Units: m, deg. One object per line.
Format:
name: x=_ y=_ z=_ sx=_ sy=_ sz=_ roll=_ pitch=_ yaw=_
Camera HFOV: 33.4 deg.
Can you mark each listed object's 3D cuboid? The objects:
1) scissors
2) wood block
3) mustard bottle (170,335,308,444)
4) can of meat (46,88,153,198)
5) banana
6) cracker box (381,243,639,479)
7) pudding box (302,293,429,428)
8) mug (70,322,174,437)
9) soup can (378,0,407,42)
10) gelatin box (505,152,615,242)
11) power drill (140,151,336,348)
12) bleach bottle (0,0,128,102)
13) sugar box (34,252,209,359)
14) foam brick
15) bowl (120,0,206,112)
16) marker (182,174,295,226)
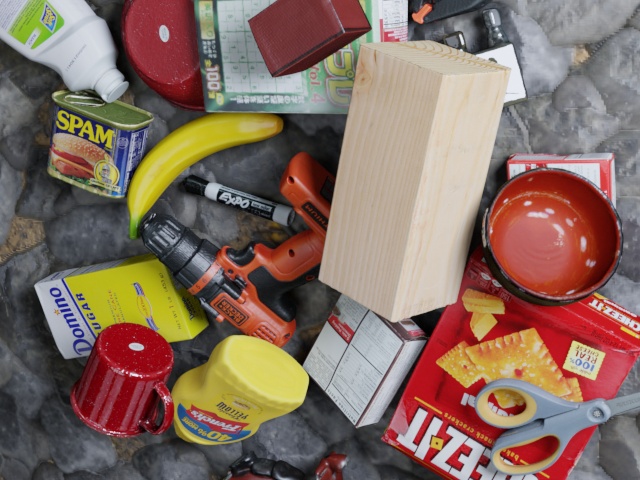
scissors: x=0.212 y=0.129 z=0.884 sx=0.202 sy=0.016 sz=0.096 roll=-39 pitch=90 yaw=30
wood block: x=0.074 y=-0.051 z=0.874 sx=0.091 sy=0.090 sz=0.206 roll=29 pitch=119 yaw=38
mustard bottle: x=-0.099 y=0.163 z=1.082 sx=0.096 sy=0.058 sz=0.192 roll=29 pitch=141 yaw=-19
can of meat: x=-0.226 y=-0.098 z=1.081 sx=0.102 sy=0.057 sz=0.084 roll=22 pitch=116 yaw=18
banana: x=-0.124 y=-0.081 z=1.042 sx=0.198 sy=0.037 sz=0.069 roll=-36 pitch=80 yaw=20
cracker box: x=0.170 y=0.129 z=0.954 sx=0.164 sy=0.072 sz=0.214 roll=30 pitch=117 yaw=15
pudding box: x=0.040 y=0.107 z=1.013 sx=0.090 sy=0.039 sz=0.114 roll=45 pitch=123 yaw=31
mug: x=-0.189 y=0.145 z=1.073 sx=0.117 sy=0.093 sz=0.082 roll=42 pitch=125 yaw=25
soup can: x=0.041 y=-0.192 z=0.919 sx=0.069 sy=0.068 sz=0.102 roll=5 pitch=107 yaw=24
gelatin box: x=0.205 y=-0.037 z=0.911 sx=0.089 sy=0.030 sz=0.073 roll=1 pitch=107 yaw=25
power drill: x=-0.057 y=0.001 z=1.008 sx=0.184 sy=0.057 sz=0.188 roll=41 pitch=123 yaw=-14
bleach bottle: x=-0.293 y=-0.230 z=1.069 sx=0.251 sy=0.068 sz=0.103 roll=45 pitch=119 yaw=4
sugar box: x=-0.213 y=0.068 z=1.131 sx=0.176 sy=0.048 sz=0.093 roll=-13 pitch=103 yaw=26
foam brick: x=-0.009 y=-0.174 z=0.861 sx=0.078 sy=0.052 sz=0.051 roll=-27 pitch=89 yaw=32
bowl: x=-0.131 y=-0.197 z=1.006 sx=0.162 sy=0.055 sz=0.162 roll=8 pitch=108 yaw=24
marker: x=-0.082 y=-0.041 z=1.051 sx=0.121 sy=0.020 sz=0.020 roll=19 pitch=113 yaw=19
